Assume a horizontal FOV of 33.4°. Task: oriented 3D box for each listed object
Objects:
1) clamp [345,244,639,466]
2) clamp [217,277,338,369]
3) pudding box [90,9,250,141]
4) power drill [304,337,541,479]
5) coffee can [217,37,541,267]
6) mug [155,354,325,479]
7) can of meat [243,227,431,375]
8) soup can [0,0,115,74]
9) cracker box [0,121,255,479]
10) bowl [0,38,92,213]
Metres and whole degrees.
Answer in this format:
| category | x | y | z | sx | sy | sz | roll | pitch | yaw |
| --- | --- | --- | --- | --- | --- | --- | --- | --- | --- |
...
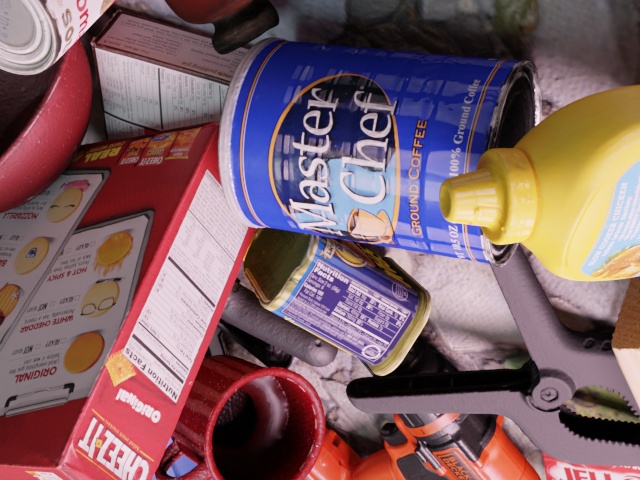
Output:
| category | x | y | z | sx | sy | sz | roll | pitch | yaw |
| --- | --- | --- | --- | --- | --- | --- | --- | --- | --- |
| clamp | 0.139 | 0.075 | 0.651 | 0.210 | 0.036 | 0.165 | 22 | 121 | -2 |
| clamp | -0.065 | 0.039 | 0.718 | 0.171 | 0.039 | 0.120 | 35 | 157 | -18 |
| pudding box | -0.076 | -0.078 | 0.634 | 0.113 | 0.039 | 0.090 | 17 | 138 | 12 |
| power drill | 0.043 | 0.143 | 0.776 | 0.188 | 0.057 | 0.184 | -24 | 110 | 45 |
| coffee can | 0.033 | -0.047 | 0.550 | 0.140 | 0.102 | 0.103 | 10 | 136 | 23 |
| mug | -0.065 | 0.133 | 0.744 | 0.082 | 0.117 | 0.093 | 11 | 136 | 58 |
| can of meat | 0.006 | 0.025 | 0.634 | 0.083 | 0.057 | 0.102 | 30 | -173 | -21 |
| soup can | -0.139 | -0.142 | 0.555 | 0.068 | 0.102 | 0.068 | 16 | 138 | 15 |
| cracker box | -0.137 | 0.042 | 0.597 | 0.164 | 0.213 | 0.072 | -5 | 141 | 34 |
| bowl | -0.188 | -0.071 | 0.631 | 0.162 | 0.162 | 0.055 | -7 | 147 | 36 |
